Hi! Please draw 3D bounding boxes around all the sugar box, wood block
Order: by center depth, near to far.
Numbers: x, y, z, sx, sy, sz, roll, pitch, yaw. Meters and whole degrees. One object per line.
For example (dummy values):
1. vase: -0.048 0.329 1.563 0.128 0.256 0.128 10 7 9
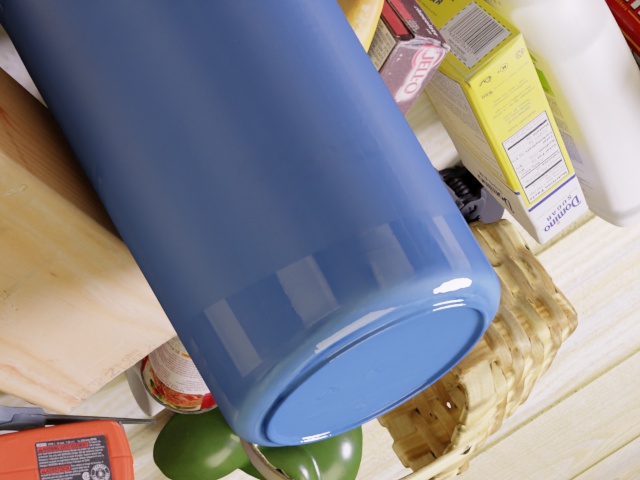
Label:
1. wood block: -0.139 -0.010 0.428 0.090 0.091 0.206 -36 153 2
2. sugar box: 0.099 -0.078 0.629 0.048 0.093 0.176 -39 142 3

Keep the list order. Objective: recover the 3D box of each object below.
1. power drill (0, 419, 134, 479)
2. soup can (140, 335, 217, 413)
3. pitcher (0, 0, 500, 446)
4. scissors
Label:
1. power drill: -0.227 0.181 0.758 0.184 0.057 0.188 -4 161 -34
2. soup can: -0.083 0.065 0.739 0.068 0.068 0.102 -14 147 -29
3. pitcher: -0.036 -0.041 0.430 0.145 0.243 0.149 -39 154 18
4. scissors: -0.217 0.128 0.730 0.096 0.016 0.201 -27 151 30
